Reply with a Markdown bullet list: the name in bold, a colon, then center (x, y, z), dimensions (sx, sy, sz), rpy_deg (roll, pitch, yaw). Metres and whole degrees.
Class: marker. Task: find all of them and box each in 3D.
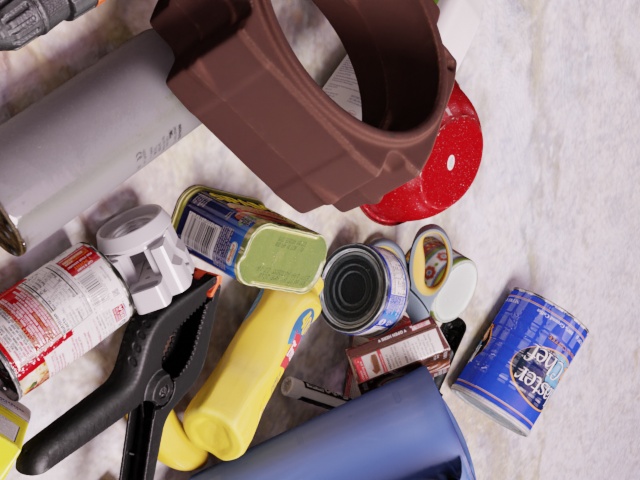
- **marker**: center (0.013, 0.157, 1.040), dimensions (0.121, 0.020, 0.020), rpy_deg (24, 92, -34)

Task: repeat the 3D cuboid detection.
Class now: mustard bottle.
- **mustard bottle**: center (-0.047, 0.087, 0.906), dimensions (0.191, 0.058, 0.096), rpy_deg (-61, 173, -30)

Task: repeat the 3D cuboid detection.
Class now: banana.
- **banana**: center (-0.130, 0.132, 0.878), dimensions (0.069, 0.037, 0.198), rpy_deg (-32, 132, -33)

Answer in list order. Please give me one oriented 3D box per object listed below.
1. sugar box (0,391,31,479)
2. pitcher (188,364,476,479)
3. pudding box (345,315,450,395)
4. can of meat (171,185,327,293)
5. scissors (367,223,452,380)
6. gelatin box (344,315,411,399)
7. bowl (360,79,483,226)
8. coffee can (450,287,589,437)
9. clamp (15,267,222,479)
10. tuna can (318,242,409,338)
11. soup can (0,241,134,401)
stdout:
- **sugar box**: center (-0.228, 0.148, 0.682), dimensions (0.048, 0.176, 0.093), rpy_deg (34, 82, -7)
- **pitcher**: center (0.012, 0.216, 0.923), dimensions (0.243, 0.145, 0.149), rpy_deg (-22, 153, 0)
- **pudding box**: center (0.074, 0.113, 0.998), dimensions (0.090, 0.039, 0.113), rpy_deg (-22, 160, -1)
- **can of meat**: center (-0.056, 0.001, 0.850), dimensions (0.101, 0.084, 0.057), rpy_deg (12, 101, -50)
- **scissors**: center (0.081, 0.077, 1.053), dimensions (0.096, 0.016, 0.202), rpy_deg (7, 111, -4)
- **gelatin box**: center (0.062, 0.127, 1.096), dimensions (0.073, 0.030, 0.089), rpy_deg (-18, 123, -43)
- **bowl**: center (0.104, -0.081, 1.007), dimensions (0.161, 0.055, 0.162), rpy_deg (-25, 127, -38)
- **coffee can**: center (0.230, 0.140, 1.233), dimensions (0.140, 0.103, 0.102), rpy_deg (-57, 141, -8)
- **clamp**: center (-0.136, 0.108, 0.788), dimensions (0.210, 0.036, 0.164), rpy_deg (-66, 153, -15)
- **tuna can**: center (0.038, 0.046, 0.978), dimensions (0.033, 0.086, 0.086), rpy_deg (13, 100, -49)
- **soup can**: center (-0.189, 0.055, 0.744), dimensions (0.102, 0.069, 0.068), rpy_deg (-38, 135, -29)
